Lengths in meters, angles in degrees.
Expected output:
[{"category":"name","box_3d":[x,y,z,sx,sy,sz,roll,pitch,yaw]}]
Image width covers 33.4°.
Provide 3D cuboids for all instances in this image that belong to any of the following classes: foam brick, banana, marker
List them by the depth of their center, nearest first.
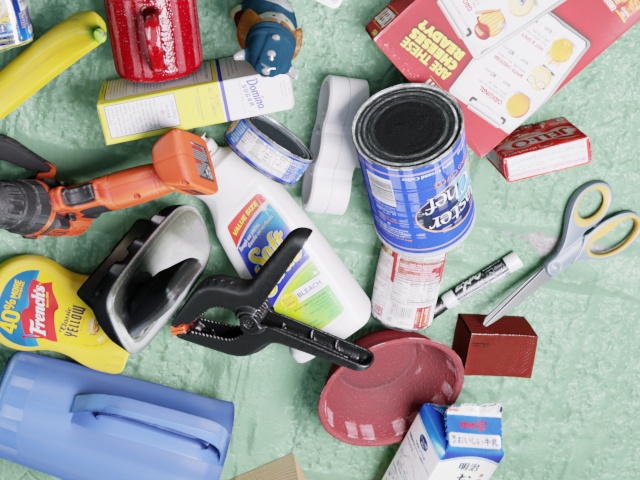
[{"category":"banana","box_3d":[-0.259,-0.159,0.974,0.198,0.069,0.037,-29,108,29]},{"category":"marker","box_3d":[0.161,0.050,1.146,0.121,0.020,0.020,-32,112,6]},{"category":"foam brick","box_3d":[0.189,0.114,1.158,0.078,0.051,0.053,4,110,-9]}]

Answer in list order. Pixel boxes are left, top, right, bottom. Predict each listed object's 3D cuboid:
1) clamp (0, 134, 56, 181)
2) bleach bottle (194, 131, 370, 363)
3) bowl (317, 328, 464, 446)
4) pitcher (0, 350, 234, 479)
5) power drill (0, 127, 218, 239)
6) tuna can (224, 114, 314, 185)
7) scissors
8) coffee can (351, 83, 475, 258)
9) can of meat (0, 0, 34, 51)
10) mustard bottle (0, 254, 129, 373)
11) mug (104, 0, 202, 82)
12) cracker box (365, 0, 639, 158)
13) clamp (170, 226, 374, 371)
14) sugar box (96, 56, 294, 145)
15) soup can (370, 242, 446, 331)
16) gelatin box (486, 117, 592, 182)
[{"category":"clamp","box_3d":[-0.345,-0.054,1.029,0.171,0.039,0.120,8,110,-10]},{"category":"bleach bottle","box_3d":[-0.057,0.001,1.077,0.103,0.068,0.250,-33,109,15]},{"category":"bowl","box_3d":[0.069,0.147,1.140,0.162,0.055,0.162,-10,130,-12]},{"category":"pitcher","box_3d":[-0.214,0.194,1.095,0.242,0.145,0.149,19,108,-11]},{"category":"power drill","box_3d":[-0.199,-0.049,0.966,0.188,0.184,0.057,-15,87,11]},{"category":"tuna can","box_3d":[-0.050,-0.090,1.027,0.086,0.086,0.034,32,106,-18]},{"category":"scissors","box_3d":[0.246,0.007,1.129,0.201,0.016,0.096,-25,107,-5]},{"category":"coffee can","box_3d":[0.091,-0.064,1.011,0.103,0.103,0.140,-18,143,0]},{"category":"can of meat","box_3d":[-0.315,-0.213,0.961,0.102,0.057,0.084,-11,114,-3]},{"category":"mustard bottle","box_3d":[-0.280,0.066,1.076,0.191,0.058,0.096,16,100,-12]},{"category":"mug","box_3d":[-0.149,-0.189,0.961,0.093,0.117,0.081,-9,118,-8]},{"category":"cracker box","box_3d":[0.175,-0.213,1.014,0.214,0.072,0.164,-42,110,11]},{"category":"clamp","box_3d":[-0.056,0.078,1.059,0.210,0.036,0.164,-18,114,33]},{"category":"sugar box","box_3d":[-0.115,-0.136,0.997,0.176,0.093,0.048,-9,113,-3]},{"category":"soup can","box_3d":[0.092,0.035,1.105,0.068,0.068,0.102,6,111,-10]},{"category":"gelatin box","box_3d":[0.217,-0.092,1.066,0.089,0.073,0.030,-15,113,-1]}]
